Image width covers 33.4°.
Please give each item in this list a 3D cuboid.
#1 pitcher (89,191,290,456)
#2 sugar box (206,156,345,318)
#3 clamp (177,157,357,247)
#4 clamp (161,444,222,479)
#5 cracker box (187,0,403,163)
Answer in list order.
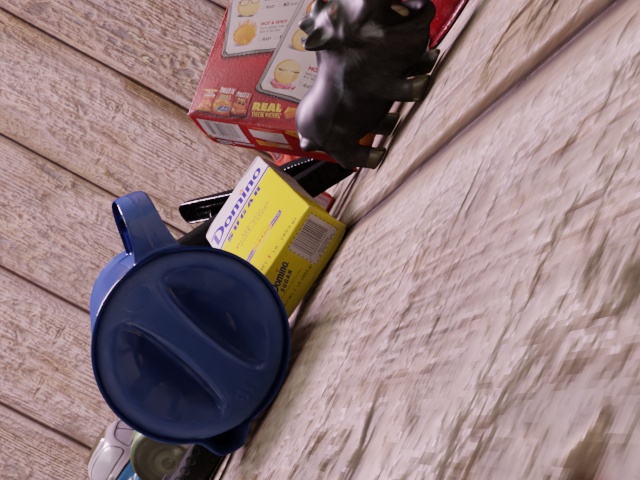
[{"bbox_3d":[-0.117,0.053,0.810,0.149,0.145,0.243,-68,16,-3],"label":"pitcher"},{"bbox_3d":[-0.044,-0.007,0.911,0.093,0.048,0.176,-56,26,5],"label":"sugar box"},{"bbox_3d":[-0.065,-0.035,1.045,0.210,0.036,0.164,-22,20,16],"label":"clamp"},{"bbox_3d":[-0.113,0.203,0.817,0.171,0.039,0.120,-57,6,-26],"label":"clamp"},{"bbox_3d":[-0.009,-0.185,1.005,0.072,0.164,0.213,50,-126,-60],"label":"cracker box"}]
